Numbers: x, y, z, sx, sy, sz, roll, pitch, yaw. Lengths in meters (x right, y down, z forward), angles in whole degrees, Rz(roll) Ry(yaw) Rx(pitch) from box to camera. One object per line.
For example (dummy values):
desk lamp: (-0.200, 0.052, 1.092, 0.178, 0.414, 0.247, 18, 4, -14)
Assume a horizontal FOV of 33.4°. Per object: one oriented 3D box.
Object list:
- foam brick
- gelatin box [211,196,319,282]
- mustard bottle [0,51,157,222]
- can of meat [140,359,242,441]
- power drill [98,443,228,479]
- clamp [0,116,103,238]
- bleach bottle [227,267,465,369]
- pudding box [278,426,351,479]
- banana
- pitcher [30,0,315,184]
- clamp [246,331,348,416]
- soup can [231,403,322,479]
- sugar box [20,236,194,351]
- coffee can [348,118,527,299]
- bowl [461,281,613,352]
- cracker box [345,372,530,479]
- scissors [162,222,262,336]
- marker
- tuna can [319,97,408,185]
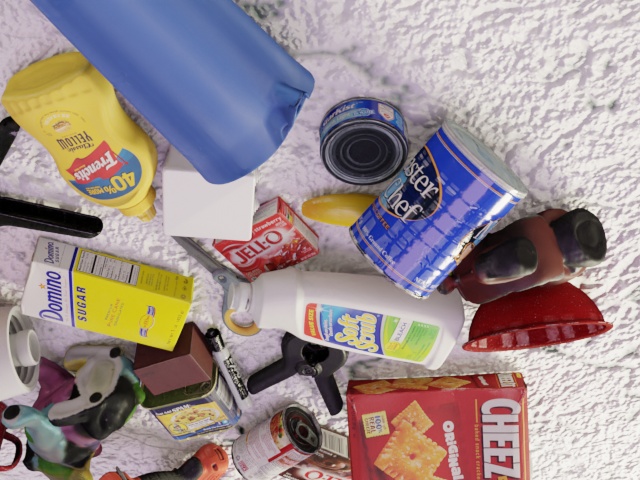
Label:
foam brick: (-0.171, 0.137, 1.243, 0.078, 0.051, 0.053, -17, 132, 16)
gelatin box: (-0.057, 0.001, 1.119, 0.089, 0.030, 0.073, -25, 130, 23)
mustard bottle: (-0.210, -0.087, 1.014, 0.096, 0.058, 0.191, -15, 133, 18)
can of meat: (-0.155, 0.195, 1.297, 0.102, 0.057, 0.084, -15, 134, 15)
power drill: (-0.228, 0.336, 1.378, 0.185, 0.057, 0.187, -49, 155, 26)
clamp: (-0.344, -0.048, 1.069, 0.210, 0.036, 0.164, -8, 136, 12)
bleach bottle: (0.023, 0.079, 1.151, 0.250, 0.068, 0.103, 8, 135, -16)
pudding box: (0.015, 0.294, 1.405, 0.113, 0.039, 0.090, 28, 129, -25)
banana: (0.078, -0.011, 1.100, 0.197, 0.037, 0.070, 24, 128, -22)
pitcher: (-0.135, -0.168, 0.895, 0.149, 0.145, 0.242, -37, 121, 17)
clamp: (-0.005, 0.148, 1.259, 0.120, 0.039, 0.172, 18, 136, -16)
soup can: (-0.056, 0.258, 1.350, 0.068, 0.068, 0.102, 35, 126, -29)
sugar box: (-0.234, 0.061, 1.171, 0.176, 0.048, 0.093, 13, 134, -14)
coffee can: (0.110, -0.029, 1.009, 0.102, 0.103, 0.140, 32, 110, -28)
bowl: (0.229, 0.080, 1.149, 0.162, 0.055, 0.162, -7, 166, -2)
cracker box: (0.142, 0.249, 1.283, 0.214, 0.072, 0.164, -3, 100, 5)
scissors: (-0.115, 0.051, 1.180, 0.201, 0.016, 0.096, 30, 128, -26)
marker: (-0.109, 0.151, 1.263, 0.020, 0.020, 0.121, -13, 122, 13)
tuna can: (0.041, -0.093, 1.020, 0.086, 0.033, 0.086, 1, 135, 0)
